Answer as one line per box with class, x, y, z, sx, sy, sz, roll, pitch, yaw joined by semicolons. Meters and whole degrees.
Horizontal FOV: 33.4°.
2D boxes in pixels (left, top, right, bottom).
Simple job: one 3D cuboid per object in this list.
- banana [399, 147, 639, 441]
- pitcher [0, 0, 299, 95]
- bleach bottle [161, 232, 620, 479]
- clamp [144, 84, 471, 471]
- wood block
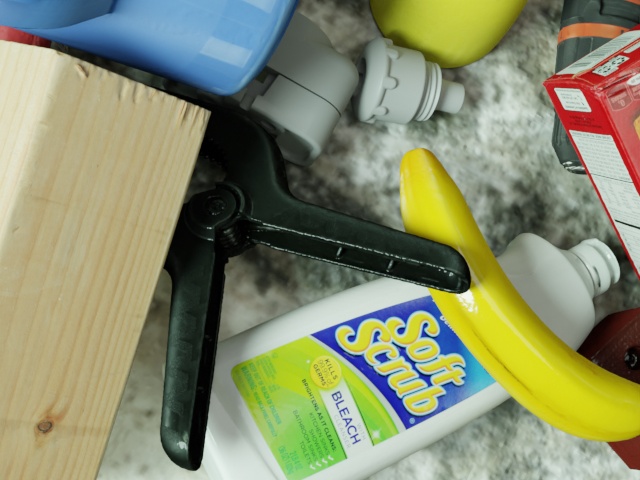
banana;0.101;0.039;0.541;0.198;0.037;0.069;43;51;-2
pitcher;-0.128;-0.147;0.461;0.242;0.145;0.149;20;81;-19
bleach bottle;0.049;0.055;0.573;0.250;0.068;0.102;-25;86;-17
clamp;-0.053;0.001;0.530;0.164;0.036;0.210;-38;62;-15
wood block;-0.137;0.021;0.488;0.090;0.090;0.206;18;90;-46
